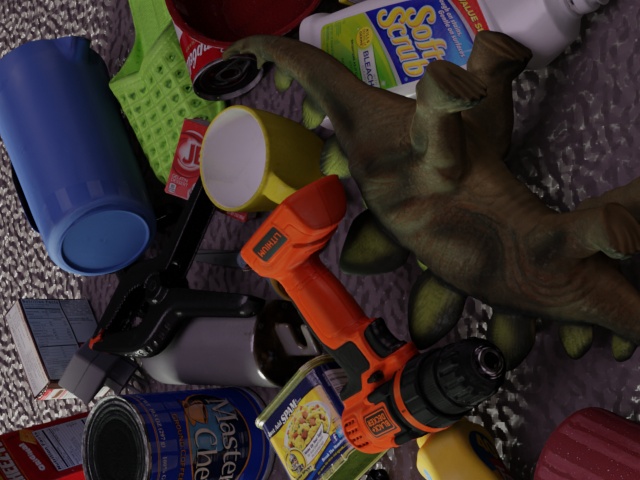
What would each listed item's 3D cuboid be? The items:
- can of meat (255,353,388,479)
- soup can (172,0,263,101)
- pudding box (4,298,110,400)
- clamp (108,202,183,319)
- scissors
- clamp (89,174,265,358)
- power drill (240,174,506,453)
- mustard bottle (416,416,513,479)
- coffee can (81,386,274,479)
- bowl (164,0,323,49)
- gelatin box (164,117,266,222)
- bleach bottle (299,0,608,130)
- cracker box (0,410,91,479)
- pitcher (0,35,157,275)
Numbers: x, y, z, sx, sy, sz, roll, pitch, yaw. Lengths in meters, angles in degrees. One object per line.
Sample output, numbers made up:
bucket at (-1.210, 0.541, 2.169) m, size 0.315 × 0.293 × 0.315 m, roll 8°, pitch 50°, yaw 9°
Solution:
can of meat at (0.004, 0.157, 0.881) m, size 0.102 × 0.057 × 0.084 m, roll -52°, pitch 56°, yaw 32°
soup can at (-0.100, -0.192, 1.000) m, size 0.069 × 0.068 × 0.102 m, roll -38°, pitch 61°, yaw 38°
pudding box at (-0.279, 0.115, 1.151) m, size 0.039 × 0.089 × 0.113 m, roll -50°, pitch 55°, yaw 31°
clamp at (-0.209, 0.013, 1.119) m, size 0.172 × 0.039 × 0.120 m, roll 9°, pitch 82°, yaw 46°
scissors at (-0.056, 0.001, 0.981) m, size 0.202 × 0.016 × 0.096 m, roll 25°, pitch 104°, yaw 44°
clamp at (-0.135, 0.034, 0.960) m, size 0.210 × 0.036 × 0.164 m, roll -33°, pitch 51°, yaw 32°
power drill at (0.031, 0.051, 0.735) m, size 0.188 × 0.057 × 0.185 m, roll 58°, pitch 146°, yaw 7°
mustard bottle at (0.113, 0.181, 0.734) m, size 0.058 × 0.096 × 0.192 m, roll -38°, pitch 37°, yaw 6°
coffee can at (-0.125, 0.185, 0.952) m, size 0.103 × 0.140 × 0.103 m, roll -3°, pitch 85°, yaw 46°
bowl at (-0.054, -0.228, 0.936) m, size 0.162 × 0.055 × 0.162 m, roll -6°, pitch 69°, yaw 17°
gelatin box at (-0.093, -0.066, 0.987) m, size 0.089 × 0.030 × 0.073 m, roll 21°, pitch 104°, yaw 15°
bleach bottle at (0.096, -0.158, 0.800) m, size 0.251 × 0.067 × 0.102 m, roll -14°, pitch 80°, yaw 43°
cracker box at (-0.263, 0.250, 1.038) m, size 0.072 × 0.213 × 0.164 m, roll 46°, pitch 119°, yaw 24°
pitcher at (-0.255, -0.076, 1.089) m, size 0.149 × 0.145 × 0.243 m, roll 74°, pitch 171°, yaw -53°
